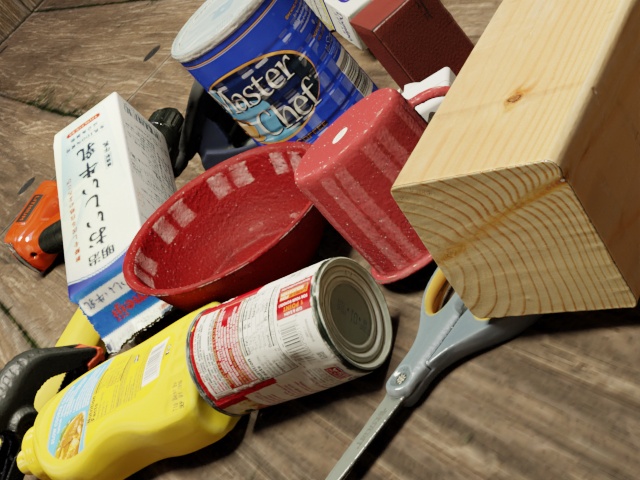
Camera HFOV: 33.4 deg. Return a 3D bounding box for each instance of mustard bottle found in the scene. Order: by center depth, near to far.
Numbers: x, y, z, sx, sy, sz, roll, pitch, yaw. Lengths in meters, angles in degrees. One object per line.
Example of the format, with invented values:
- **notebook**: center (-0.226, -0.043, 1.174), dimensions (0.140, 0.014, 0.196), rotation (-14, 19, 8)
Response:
- **mustard bottle**: center (-0.132, 0.115, 0.696), dimensions (0.192, 0.058, 0.096), rotation (-28, 33, 29)

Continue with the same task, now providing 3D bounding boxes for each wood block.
- **wood block**: center (0.129, -0.069, 0.536), dimensions (0.091, 0.090, 0.205), rotation (-8, 39, 43)

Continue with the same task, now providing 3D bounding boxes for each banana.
- **banana**: center (-0.208, 0.106, 0.845), dimensions (0.070, 0.037, 0.197), rotation (-11, 41, 48)

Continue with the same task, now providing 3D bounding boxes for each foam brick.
- **foam brick**: center (0.070, -0.143, 0.770), dimensions (0.053, 0.078, 0.051), rotation (-42, 25, -1)

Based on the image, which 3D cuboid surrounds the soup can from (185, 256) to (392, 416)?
- **soup can**: center (-0.019, 0.056, 0.610), dimensions (0.102, 0.068, 0.068), rotation (-24, 32, 35)

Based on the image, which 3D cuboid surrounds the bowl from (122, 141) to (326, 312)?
- **bowl**: center (-0.055, 0.001, 0.741), dimensions (0.162, 0.055, 0.162), rotation (-24, 29, 14)

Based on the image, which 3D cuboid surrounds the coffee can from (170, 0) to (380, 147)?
- **coffee can**: center (-0.030, -0.127, 0.817), dimensions (0.103, 0.140, 0.103), rotation (-34, 27, 20)

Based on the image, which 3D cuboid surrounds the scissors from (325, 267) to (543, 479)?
- **scissors**: center (0.060, 0.067, 0.538), dimensions (0.096, 0.016, 0.201), rotation (-8, 44, 51)

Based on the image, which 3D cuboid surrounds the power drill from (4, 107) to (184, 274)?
- **power drill**: center (-0.226, -0.047, 1.079), dimensions (0.188, 0.057, 0.184), rotation (-19, 35, 41)

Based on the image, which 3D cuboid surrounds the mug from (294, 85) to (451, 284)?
- **mug**: center (0.048, -0.042, 0.627), dimensions (0.117, 0.081, 0.093), rotation (-40, 16, 14)

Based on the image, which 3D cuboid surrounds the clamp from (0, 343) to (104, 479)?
- **clamp**: center (-0.217, 0.143, 0.762), dimensions (0.039, 0.120, 0.171), rotation (15, 38, 40)
